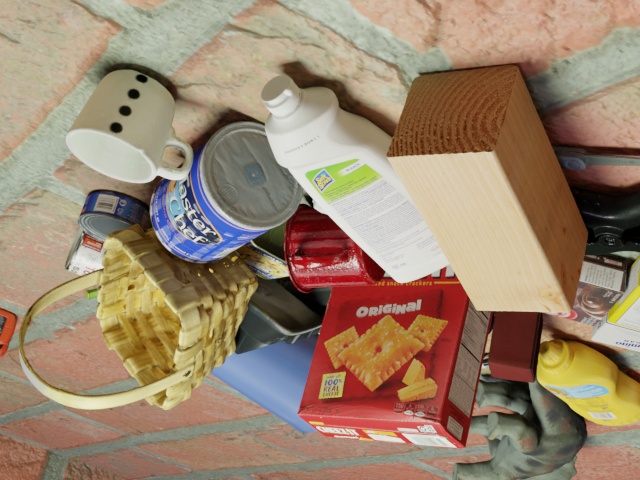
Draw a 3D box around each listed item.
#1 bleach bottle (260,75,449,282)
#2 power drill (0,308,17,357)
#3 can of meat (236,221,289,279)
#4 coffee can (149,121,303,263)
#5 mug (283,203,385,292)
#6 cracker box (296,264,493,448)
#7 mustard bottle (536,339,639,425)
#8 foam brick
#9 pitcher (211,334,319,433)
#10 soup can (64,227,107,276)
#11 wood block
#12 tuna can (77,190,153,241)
[{"bbox_3d":[0.039,-0.061,0.948,0.103,0.068,0.250,-28,132,20],"label":"bleach bottle"},{"bbox_3d":[-0.608,0.145,1.823,0.184,0.057,0.188,21,159,-23],"label":"power drill"},{"bbox_3d":[-0.058,0.001,1.164,0.102,0.057,0.084,30,155,-29],"label":"can of meat"},{"bbox_3d":[-0.092,-0.043,1.026,0.102,0.102,0.141,25,155,-21],"label":"coffee can"},{"bbox_3d":[0.014,0.008,1.078,0.082,0.093,0.117,-3,-171,26],"label":"mug"},{"bbox_3d":[0.083,0.097,1.093,0.164,0.213,0.072,-2,150,33],"label":"cracker box"},{"bbox_3d":[0.321,0.169,1.305,0.096,0.058,0.191,-6,149,42],"label":"mustard bottle"},{"bbox_3d":[0.224,0.117,1.225,0.051,0.078,0.053,6,155,17],"label":"foam brick"},{"bbox_3d":[-0.083,0.149,1.442,0.149,0.145,0.242,-25,132,39],"label":"pitcher"},{"bbox_3d":[-0.256,0.023,1.320,0.102,0.068,0.069,23,155,-17],"label":"soup can"},{"bbox_3d":[0.143,-0.036,0.873,0.091,0.090,0.206,-2,142,32],"label":"wood block"},{"bbox_3d":[-0.237,-0.024,1.243,0.086,0.033,0.086,13,157,5],"label":"tuna can"}]
